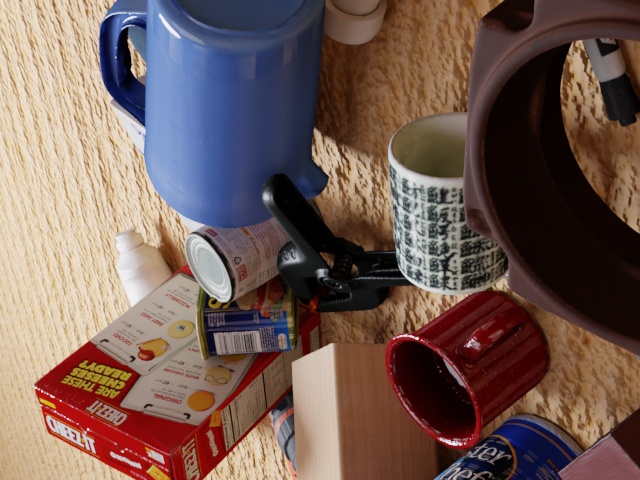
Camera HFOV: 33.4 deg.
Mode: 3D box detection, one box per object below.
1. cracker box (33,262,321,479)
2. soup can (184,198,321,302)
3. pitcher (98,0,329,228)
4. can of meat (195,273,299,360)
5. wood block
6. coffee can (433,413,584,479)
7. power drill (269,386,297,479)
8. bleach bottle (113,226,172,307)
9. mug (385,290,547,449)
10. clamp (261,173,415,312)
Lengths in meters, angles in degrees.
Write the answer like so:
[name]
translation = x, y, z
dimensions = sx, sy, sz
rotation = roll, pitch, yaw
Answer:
[cracker box]
translation = -0.124, 0.121, 0.979
dimensions = 0.164, 0.213, 0.072
rotation = 19, 132, 30
[soup can]
translation = -0.056, 0.001, 0.910
dimensions = 0.069, 0.102, 0.068
rotation = 37, 144, 33
[pitcher]
translation = -0.070, -0.118, 0.739
dimensions = 0.243, 0.149, 0.145
rotation = 104, 149, -67
[can of meat]
translation = -0.063, 0.057, 0.947
dimensions = 0.102, 0.084, 0.057
rotation = -90, -4, -54
[wood block]
translation = 0.037, 0.192, 0.858
dimensions = 0.091, 0.090, 0.206
rotation = 145, 126, -60
[coffee can]
translation = 0.125, 0.207, 0.782
dimensions = 0.103, 0.140, 0.103
rotation = 37, 143, 34
[power drill]
translation = -0.008, 0.224, 1.033
dimensions = 0.184, 0.057, 0.187
rotation = -117, 15, -58
[bleach bottle]
translation = -0.167, 0.105, 1.192
dimensions = 0.102, 0.068, 0.251
rotation = -123, 10, -80
[mug]
translation = 0.109, 0.081, 0.753
dimensions = 0.093, 0.081, 0.117
rotation = 48, 149, 19
[clamp]
translation = 0.027, 0.021, 0.835
dimensions = 0.164, 0.036, 0.210
rotation = 20, 159, 1
